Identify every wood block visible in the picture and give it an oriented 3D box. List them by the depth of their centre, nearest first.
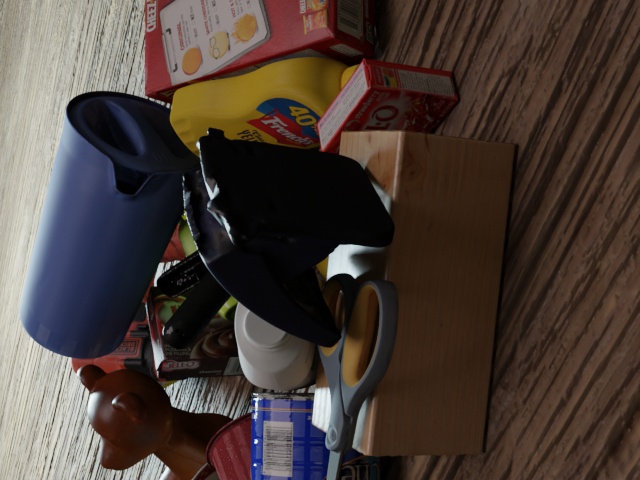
[{"bbox_3d":[0.060,0.033,0.720,0.090,0.090,0.206,-168,83,-65],"label":"wood block"}]

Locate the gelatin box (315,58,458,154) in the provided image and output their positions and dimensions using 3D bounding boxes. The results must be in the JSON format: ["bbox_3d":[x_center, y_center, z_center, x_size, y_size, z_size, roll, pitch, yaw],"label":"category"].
[{"bbox_3d":[0.047,-0.092,0.786,0.089,0.073,0.030,130,138,-51],"label":"gelatin box"}]

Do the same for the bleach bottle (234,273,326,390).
[{"bbox_3d":[-0.027,0.061,0.801,0.251,0.068,0.102,67,-159,-81],"label":"bleach bottle"}]

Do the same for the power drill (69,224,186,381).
[{"bbox_3d":[-0.172,0.066,1.171,0.057,0.184,0.187,72,-160,-55],"label":"power drill"}]

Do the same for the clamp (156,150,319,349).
[{"bbox_3d":[-0.056,0.001,0.870,0.210,0.036,0.164,-40,18,7],"label":"clamp"}]

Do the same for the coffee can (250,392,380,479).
[{"bbox_3d":[-0.004,0.188,0.817,0.103,0.102,0.140,166,107,-64],"label":"coffee can"}]

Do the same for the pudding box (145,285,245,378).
[{"bbox_3d":[-0.109,0.088,1.044,0.039,0.113,0.090,115,148,-43],"label":"pudding box"}]

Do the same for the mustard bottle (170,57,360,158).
[{"bbox_3d":[-0.025,-0.111,0.895,0.192,0.096,0.058,-10,59,31],"label":"mustard bottle"}]

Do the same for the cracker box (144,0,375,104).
[{"bbox_3d":[-0.056,-0.218,0.932,0.214,0.072,0.164,-10,75,36],"label":"cracker box"}]

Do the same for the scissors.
[{"bbox_3d":[0.007,0.109,0.692,0.096,0.016,0.202,52,131,55],"label":"scissors"}]

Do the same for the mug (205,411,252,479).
[{"bbox_3d":[-0.041,0.212,0.926,0.117,0.093,0.081,75,171,-49],"label":"mug"}]

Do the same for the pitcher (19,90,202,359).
[{"bbox_3d":[-0.204,-0.015,1.015,0.145,0.149,0.243,39,122,23],"label":"pitcher"}]
